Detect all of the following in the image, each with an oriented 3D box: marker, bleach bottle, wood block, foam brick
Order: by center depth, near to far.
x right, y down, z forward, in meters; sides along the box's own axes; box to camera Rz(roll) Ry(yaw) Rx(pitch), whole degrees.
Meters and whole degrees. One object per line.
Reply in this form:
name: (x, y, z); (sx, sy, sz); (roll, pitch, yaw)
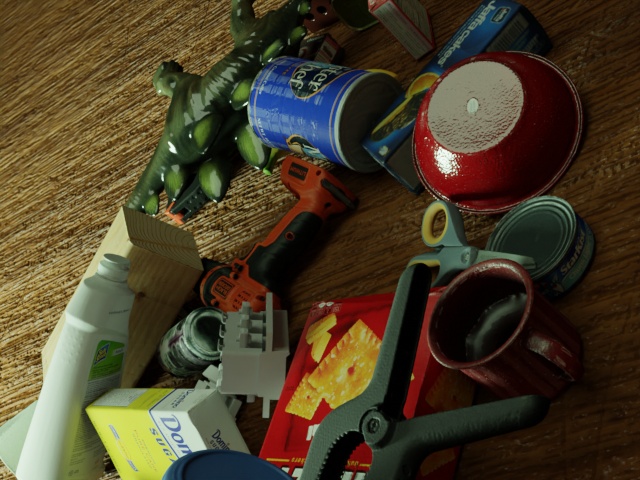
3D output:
bleach bottle: (-0.238, 0.133, 1.098); (0.068, 0.102, 0.251); (22, 103, 17)
wood block: (-0.221, 0.080, 1.175); (0.206, 0.090, 0.090); (-58, 28, 18)
marker: (-0.157, 0.080, 1.211); (0.020, 0.020, 0.121); (-53, 33, -3)
foam brick: (0.007, -0.311, 1.363); (0.078, 0.053, 0.051); (-20, 44, 40)

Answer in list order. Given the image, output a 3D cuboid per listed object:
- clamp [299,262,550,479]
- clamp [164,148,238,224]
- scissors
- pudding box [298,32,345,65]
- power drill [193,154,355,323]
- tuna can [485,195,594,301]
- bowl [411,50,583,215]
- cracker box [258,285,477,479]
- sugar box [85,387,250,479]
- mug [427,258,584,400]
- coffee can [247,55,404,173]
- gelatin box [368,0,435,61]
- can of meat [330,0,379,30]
clamp: (0.056, 0.136, 0.751); (0.210, 0.036, 0.165); (-55, 42, 6)
clamp: (-0.136, -0.099, 1.344); (0.120, 0.039, 0.171); (-6, 57, 54)
scissors: (0.124, -0.002, 0.887); (0.202, 0.016, 0.096); (151, 130, -62)
pudding box: (-0.032, -0.202, 1.316); (0.114, 0.039, 0.090); (-2, 56, 49)
power drill: (-0.057, 0.001, 1.136); (0.187, 0.057, 0.185); (-56, 33, -4)
tuna can: (0.177, 0.008, 0.863); (0.086, 0.033, 0.086); (-31, 38, 28)
bowl: (0.145, -0.107, 0.942); (0.162, 0.055, 0.162); (-11, 66, 26)
cracker box: (0.035, 0.148, 0.864); (0.165, 0.072, 0.213); (-9, 52, 46)
sugar box: (-0.145, 0.189, 1.018); (0.177, 0.093, 0.048); (-8, 22, 49)
mug: (0.147, 0.075, 0.789); (0.117, 0.081, 0.093); (17, 72, 55)
coffee can: (0.007, -0.134, 1.120); (0.141, 0.102, 0.102); (19, 73, 43)
gelatin box: (0.086, -0.251, 1.173); (0.030, 0.089, 0.073); (-33, 37, 26)
can of meat: (0.069, -0.313, 1.287); (0.102, 0.057, 0.084); (-21, 41, 37)
